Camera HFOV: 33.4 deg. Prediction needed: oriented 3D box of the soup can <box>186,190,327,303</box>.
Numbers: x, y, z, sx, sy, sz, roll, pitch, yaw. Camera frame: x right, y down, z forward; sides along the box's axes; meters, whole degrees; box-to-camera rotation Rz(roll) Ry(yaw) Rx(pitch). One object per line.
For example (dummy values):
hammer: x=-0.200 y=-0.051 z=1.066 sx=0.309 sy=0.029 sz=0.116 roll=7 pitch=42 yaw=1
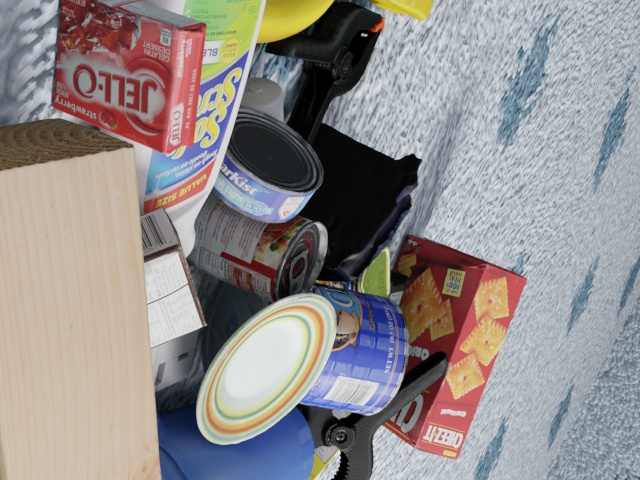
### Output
soup can: x=-0.055 y=0.001 z=0.793 sx=0.068 sy=0.102 sz=0.068 roll=-47 pitch=149 yaw=-40

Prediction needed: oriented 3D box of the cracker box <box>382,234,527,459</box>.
cracker box: x=0.123 y=0.113 z=1.202 sx=0.072 sy=0.164 sz=0.214 roll=21 pitch=92 yaw=-31

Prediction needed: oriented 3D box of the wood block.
wood block: x=-0.150 y=0.048 z=0.568 sx=0.090 sy=0.090 sz=0.206 roll=-16 pitch=114 yaw=-36

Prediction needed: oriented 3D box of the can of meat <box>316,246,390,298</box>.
can of meat: x=0.017 y=0.033 z=1.001 sx=0.057 sy=0.084 sz=0.102 roll=-51 pitch=151 yaw=-34

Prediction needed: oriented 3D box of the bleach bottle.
bleach bottle: x=-0.094 y=-0.077 z=0.686 sx=0.102 sy=0.068 sz=0.251 roll=-18 pitch=130 yaw=-45

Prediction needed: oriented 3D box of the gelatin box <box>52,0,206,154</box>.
gelatin box: x=-0.109 y=-0.098 z=0.604 sx=0.030 sy=0.089 sz=0.073 roll=-27 pitch=135 yaw=-53

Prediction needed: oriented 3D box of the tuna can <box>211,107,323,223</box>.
tuna can: x=-0.043 y=-0.053 z=0.754 sx=0.034 sy=0.086 sz=0.086 roll=-53 pitch=166 yaw=32

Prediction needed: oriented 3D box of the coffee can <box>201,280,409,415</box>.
coffee can: x=-0.013 y=0.084 z=0.879 sx=0.140 sy=0.103 sz=0.103 roll=14 pitch=100 yaw=-29

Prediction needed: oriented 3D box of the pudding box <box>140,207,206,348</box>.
pudding box: x=-0.135 y=0.039 z=0.673 sx=0.113 sy=0.039 sz=0.090 roll=-21 pitch=143 yaw=-10

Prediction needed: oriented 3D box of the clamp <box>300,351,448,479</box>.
clamp: x=0.024 y=0.173 z=0.982 sx=0.036 sy=0.164 sz=0.210 roll=-158 pitch=-99 yaw=-75

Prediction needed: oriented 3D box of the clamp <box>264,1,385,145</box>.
clamp: x=0.003 y=-0.150 z=0.867 sx=0.120 sy=0.039 sz=0.171 roll=89 pitch=26 yaw=-51

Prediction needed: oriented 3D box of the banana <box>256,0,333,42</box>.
banana: x=-0.026 y=-0.185 z=0.781 sx=0.197 sy=0.037 sz=0.069 roll=-50 pitch=122 yaw=-41

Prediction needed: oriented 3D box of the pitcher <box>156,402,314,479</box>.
pitcher: x=-0.099 y=0.201 z=0.851 sx=0.149 sy=0.145 sz=0.242 roll=-41 pitch=167 yaw=19
